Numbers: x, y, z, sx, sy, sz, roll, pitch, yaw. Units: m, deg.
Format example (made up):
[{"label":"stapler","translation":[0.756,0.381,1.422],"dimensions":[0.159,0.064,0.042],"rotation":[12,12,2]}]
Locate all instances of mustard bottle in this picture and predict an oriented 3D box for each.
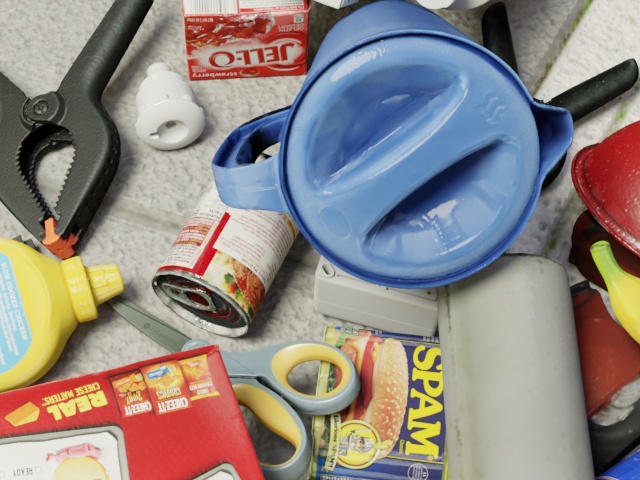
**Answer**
[{"label":"mustard bottle","translation":[-0.215,0.050,0.652],"dimensions":[0.191,0.058,0.096],"rotation":[-17,78,-12]}]

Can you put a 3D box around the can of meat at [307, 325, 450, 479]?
[{"label":"can of meat","translation":[0.039,0.103,0.636],"dimensions":[0.084,0.057,0.102],"rotation":[6,60,4]}]

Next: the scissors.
[{"label":"scissors","translation":[-0.053,0.063,0.638],"dimensions":[0.096,0.016,0.202],"rotation":[-32,46,-13]}]

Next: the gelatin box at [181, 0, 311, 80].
[{"label":"gelatin box","translation":[-0.052,-0.148,0.761],"dimensions":[0.089,0.073,0.030],"rotation":[-3,62,-5]}]

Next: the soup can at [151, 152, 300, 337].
[{"label":"soup can","translation":[-0.054,0.001,0.682],"dimensions":[0.068,0.068,0.102],"rotation":[22,62,10]}]

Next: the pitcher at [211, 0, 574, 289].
[{"label":"pitcher","translation":[0.036,-0.074,0.635],"dimensions":[0.149,0.243,0.145],"rotation":[31,107,-10]}]

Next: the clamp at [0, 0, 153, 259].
[{"label":"clamp","translation":[-0.177,-0.090,0.735],"dimensions":[0.164,0.036,0.210],"rotation":[-20,64,4]}]

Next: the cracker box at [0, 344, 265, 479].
[{"label":"cracker box","translation":[-0.098,0.172,0.507],"dimensions":[0.164,0.072,0.214],"rotation":[-11,65,-24]}]
